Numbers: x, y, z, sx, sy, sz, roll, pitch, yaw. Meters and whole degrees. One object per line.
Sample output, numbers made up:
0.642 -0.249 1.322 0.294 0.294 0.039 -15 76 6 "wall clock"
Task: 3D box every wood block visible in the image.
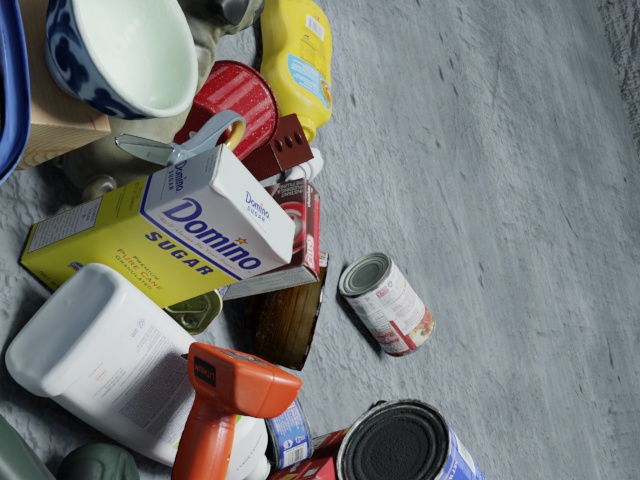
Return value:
-0.231 -0.163 0.754 0.090 0.090 0.206 -1 75 -61 "wood block"

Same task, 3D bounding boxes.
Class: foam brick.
-0.052 -0.091 1.068 0.078 0.051 0.053 -32 101 -61 "foam brick"

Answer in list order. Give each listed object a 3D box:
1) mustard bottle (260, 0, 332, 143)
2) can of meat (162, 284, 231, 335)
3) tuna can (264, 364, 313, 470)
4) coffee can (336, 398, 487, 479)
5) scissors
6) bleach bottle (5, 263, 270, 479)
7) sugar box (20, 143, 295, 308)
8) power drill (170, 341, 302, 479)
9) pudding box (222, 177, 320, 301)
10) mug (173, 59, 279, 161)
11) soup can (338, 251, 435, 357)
-0.026 -0.175 1.158 0.096 0.058 0.191 36 44 -45 "mustard bottle"
-0.115 0.014 0.862 0.102 0.058 0.083 36 33 -6 "can of meat"
-0.040 0.152 0.910 0.033 0.086 0.086 -20 91 -20 "tuna can"
0.089 0.216 0.914 0.140 0.103 0.102 55 32 -39 "coffee can"
-0.096 -0.075 0.786 0.096 0.016 0.201 -58 167 -10 "scissors"
-0.116 0.126 0.801 0.102 0.068 0.250 -50 134 -13 "bleach bottle"
-0.116 0.002 0.764 0.093 0.176 0.048 48 36 -37 "sugar box"
-0.071 0.169 0.699 0.057 0.185 0.187 19 88 -26 "power drill"
-0.056 0.001 0.939 0.039 0.114 0.090 48 35 -49 "pudding box"
-0.097 -0.096 0.969 0.081 0.093 0.117 -50 153 -53 "mug"
0.073 0.071 1.177 0.102 0.069 0.068 53 33 -29 "soup can"
